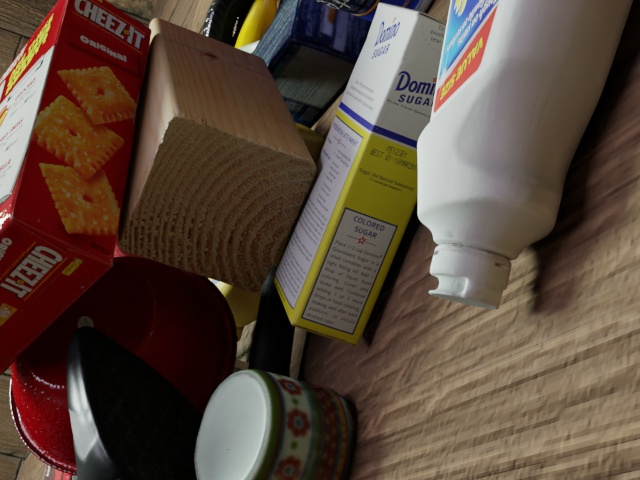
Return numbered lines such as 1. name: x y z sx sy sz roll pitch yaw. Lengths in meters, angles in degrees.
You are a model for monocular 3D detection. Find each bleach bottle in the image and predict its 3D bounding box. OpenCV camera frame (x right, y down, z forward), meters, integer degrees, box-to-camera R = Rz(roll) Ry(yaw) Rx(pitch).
1. bleach bottle: 0.088 -0.098 0.420 0.103 0.068 0.251 173 111 -73

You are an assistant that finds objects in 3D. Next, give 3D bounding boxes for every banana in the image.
1. banana: -0.083 -0.174 1.130 0.070 0.037 0.198 -152 80 -74

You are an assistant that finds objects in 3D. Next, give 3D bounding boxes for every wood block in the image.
1. wood block: -0.076 -0.063 0.690 0.090 0.090 0.206 -64 21 20

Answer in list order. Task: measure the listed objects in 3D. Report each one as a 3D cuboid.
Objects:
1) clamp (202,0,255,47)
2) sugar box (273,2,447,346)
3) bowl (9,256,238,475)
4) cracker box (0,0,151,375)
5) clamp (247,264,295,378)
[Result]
1. clamp: -0.112 -0.201 1.147 0.210 0.036 0.164 -68 -24 -8
2. sugar box: 0.028 -0.040 0.593 0.093 0.048 0.176 -120 53 -71
3. bowl: -0.138 0.067 0.688 0.055 0.162 0.162 65 -153 -52
4. cracker box: -0.185 -0.035 0.678 0.164 0.072 0.213 -39 34 35
5. clamp: -0.035 0.097 0.672 0.171 0.039 0.120 -112 37 -57
